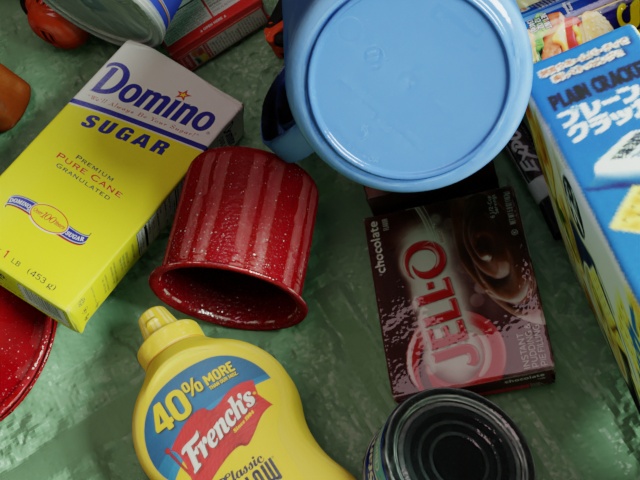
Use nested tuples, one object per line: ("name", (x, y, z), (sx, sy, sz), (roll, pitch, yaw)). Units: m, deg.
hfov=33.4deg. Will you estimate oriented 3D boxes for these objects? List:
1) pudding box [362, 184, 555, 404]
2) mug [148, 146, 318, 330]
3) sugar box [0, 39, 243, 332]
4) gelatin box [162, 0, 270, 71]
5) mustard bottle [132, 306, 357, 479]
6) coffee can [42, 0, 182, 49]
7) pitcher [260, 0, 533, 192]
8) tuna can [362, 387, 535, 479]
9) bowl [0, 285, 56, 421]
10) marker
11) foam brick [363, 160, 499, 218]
("pudding box", (0.078, 0.033, 0.607), (0.090, 0.039, 0.113), (-12, 65, 9))
("mug", (-0.054, 0.001, 0.637), (0.117, 0.093, 0.081), (-19, 52, 47))
("sugar box", (-0.134, -0.038, 0.662), (0.093, 0.048, 0.176), (31, 68, 10))
("gelatin box", (-0.087, -0.169, 0.741), (0.073, 0.030, 0.089), (-32, 63, 1))
("mustard bottle", (-0.050, 0.113, 0.596), (0.096, 0.058, 0.192), (-35, 63, -4))
("coffee can", (-0.117, -0.210, 0.691), (0.103, 0.102, 0.140), (20, 74, 21))
("pitcher", (0.033, -0.110, 0.565), (0.145, 0.149, 0.243), (-2, 25, 2))
("tuna can", (0.067, 0.120, 0.554), (0.086, 0.034, 0.086), (9, 52, -12))
("bowl", (-0.252, 0.049, 0.677), (0.162, 0.055, 0.162), (-6, 66, 12))
("marker", (0.124, -0.050, 0.642), (0.020, 0.020, 0.121), (-25, 64, 3))
("foam brick", (0.064, -0.047, 0.638), (0.078, 0.053, 0.051), (-16, 64, 8))
